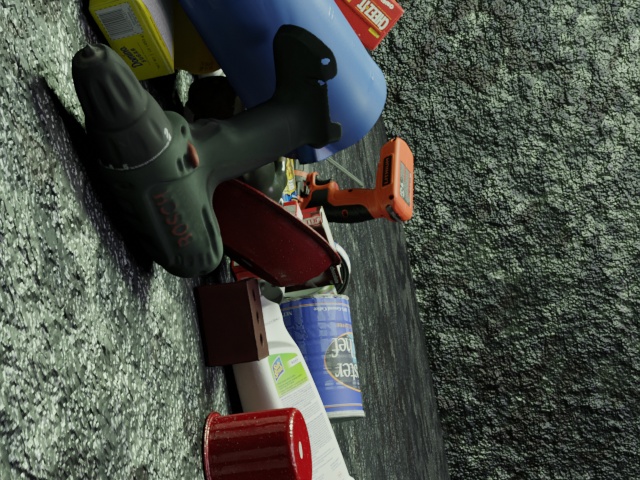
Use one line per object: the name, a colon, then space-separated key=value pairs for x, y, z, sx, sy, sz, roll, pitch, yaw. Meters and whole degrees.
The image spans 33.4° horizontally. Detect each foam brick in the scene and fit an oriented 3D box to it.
foam brick: x=-0.083 y=0.078 z=1.018 sx=0.053 sy=0.051 sz=0.078 roll=-2 pitch=83 yaw=-80

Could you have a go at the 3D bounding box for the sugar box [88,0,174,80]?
sugar box: x=-0.157 y=-0.232 z=0.906 sx=0.093 sy=0.048 sz=0.176 roll=67 pitch=13 yaw=-55

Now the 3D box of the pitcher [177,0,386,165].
pitcher: x=-0.041 y=-0.199 z=0.971 sx=0.149 sy=0.145 sz=0.242 roll=43 pitch=-6 yaw=39

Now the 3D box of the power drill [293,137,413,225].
power drill: x=0.025 y=-0.075 z=1.375 sx=0.057 sy=0.188 sz=0.184 roll=39 pitch=46 yaw=-52

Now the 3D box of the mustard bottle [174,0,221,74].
mustard bottle: x=-0.105 y=-0.259 z=1.006 sx=0.096 sy=0.058 sz=0.192 roll=-53 pitch=155 yaw=-62

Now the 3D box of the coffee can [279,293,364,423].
coffee can: x=-0.009 y=0.141 z=1.237 sx=0.102 sy=0.103 sz=0.140 roll=45 pitch=37 yaw=-74

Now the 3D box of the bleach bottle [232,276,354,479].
bleach bottle: x=-0.040 y=0.159 z=1.095 sx=0.102 sy=0.068 sz=0.251 roll=-22 pitch=97 yaw=-60

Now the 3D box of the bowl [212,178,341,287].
bowl: x=-0.061 y=-0.001 z=1.056 sx=0.055 sy=0.162 sz=0.162 roll=-57 pitch=159 yaw=-10

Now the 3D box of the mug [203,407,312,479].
mug: x=-0.053 y=0.194 z=0.989 sx=0.117 sy=0.081 sz=0.093 roll=-69 pitch=148 yaw=-71

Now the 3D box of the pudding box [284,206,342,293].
pudding box: x=-0.028 y=0.013 z=1.281 sx=0.113 sy=0.090 sz=0.039 roll=70 pitch=14 yaw=-49

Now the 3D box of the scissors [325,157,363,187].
scissors: x=-0.026 y=-0.121 z=1.261 sx=0.201 sy=0.016 sz=0.096 roll=38 pitch=7 yaw=-5

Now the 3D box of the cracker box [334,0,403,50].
cracker box: x=-0.012 y=-0.329 z=1.332 sx=0.164 sy=0.072 sz=0.214 roll=37 pitch=3 yaw=-31
